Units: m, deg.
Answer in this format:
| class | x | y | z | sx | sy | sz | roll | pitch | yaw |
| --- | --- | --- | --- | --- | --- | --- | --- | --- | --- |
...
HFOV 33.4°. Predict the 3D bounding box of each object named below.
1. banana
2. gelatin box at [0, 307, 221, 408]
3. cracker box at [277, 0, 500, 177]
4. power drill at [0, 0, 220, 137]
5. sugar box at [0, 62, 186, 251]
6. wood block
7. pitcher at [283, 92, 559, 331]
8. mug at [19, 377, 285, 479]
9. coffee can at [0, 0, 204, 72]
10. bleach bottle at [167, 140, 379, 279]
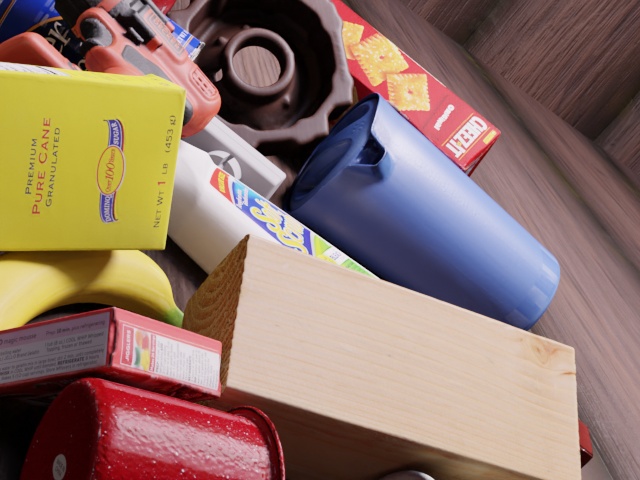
| class | x | y | z | sx | sy | sz | roll | pitch | yaw |
| --- | --- | --- | --- | --- | --- | --- | --- | --- | --- |
| banana | -0.136 | 0.028 | 0.580 | 0.070 | 0.037 | 0.197 | 46 | 20 | 21 |
| gelatin box | -0.102 | 0.059 | 0.488 | 0.073 | 0.089 | 0.030 | 28 | 56 | -51 |
| cracker box | 0.053 | -0.116 | 1.075 | 0.214 | 0.164 | 0.072 | 42 | 62 | 7 |
| power drill | -0.147 | -0.119 | 0.676 | 0.184 | 0.057 | 0.187 | 47 | 25 | -16 |
| sugar box | -0.158 | -0.042 | 0.535 | 0.175 | 0.093 | 0.048 | -2 | 17 | -38 |
| wood block | 0.030 | 0.084 | 0.582 | 0.205 | 0.090 | 0.091 | 20 | 54 | -20 |
| pitcher | 0.093 | -0.011 | 0.976 | 0.242 | 0.145 | 0.149 | 38 | 32 | -15 |
| mug | -0.075 | 0.115 | 0.437 | 0.081 | 0.093 | 0.117 | 21 | 62 | -30 |
| coffee can | -0.175 | -0.151 | 0.814 | 0.140 | 0.103 | 0.102 | 35 | 19 | -11 |
| bleach bottle | -0.055 | 0.001 | 0.756 | 0.251 | 0.068 | 0.102 | 38 | 19 | 4 |
